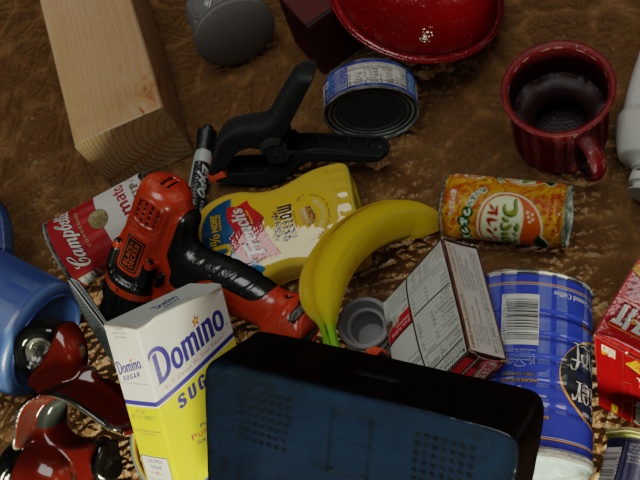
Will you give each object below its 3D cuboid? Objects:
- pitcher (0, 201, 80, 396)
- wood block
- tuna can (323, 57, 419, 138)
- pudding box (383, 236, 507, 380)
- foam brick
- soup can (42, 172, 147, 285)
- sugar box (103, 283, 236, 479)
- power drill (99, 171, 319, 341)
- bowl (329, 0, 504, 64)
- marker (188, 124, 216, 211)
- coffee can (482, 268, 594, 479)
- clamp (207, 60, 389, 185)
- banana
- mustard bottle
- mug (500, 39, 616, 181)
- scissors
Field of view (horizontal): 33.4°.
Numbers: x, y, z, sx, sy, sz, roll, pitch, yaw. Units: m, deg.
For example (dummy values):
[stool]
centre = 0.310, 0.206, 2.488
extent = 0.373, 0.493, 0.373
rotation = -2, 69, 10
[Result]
[pitcher]
centre = -0.337, 0.036, 0.957
extent = 0.243, 0.149, 0.144
rotation = 21, 35, 19
[wood block]
centre = -0.201, -0.171, 1.036
extent = 0.091, 0.090, 0.206
rotation = -22, 63, 4
[tuna can]
centre = 0.045, -0.126, 0.953
extent = 0.086, 0.086, 0.034
rotation = -7, 63, 11
[pudding box]
centre = 0.090, 0.068, 0.798
extent = 0.090, 0.039, 0.113
rotation = -51, 34, 38
[foam brick]
centre = 0.002, -0.208, 1.007
extent = 0.053, 0.078, 0.051
rotation = -36, 62, -6
[soup can]
centre = -0.191, -0.010, 0.973
extent = 0.102, 0.068, 0.068
rotation = -28, 62, 0
[sugar box]
centre = -0.098, 0.130, 0.821
extent = 0.048, 0.093, 0.176
rotation = 1, 109, 40
[power drill]
centre = -0.099, 0.058, 0.889
extent = 0.188, 0.185, 0.057
rotation = 33, 37, 11
[bowl]
centre = 0.090, -0.234, 0.946
extent = 0.162, 0.055, 0.162
rotation = 3, 57, -5
[marker]
centre = -0.114, -0.054, 0.999
extent = 0.020, 0.020, 0.121
rotation = 1, 67, 15
[coffee can]
centre = 0.155, 0.105, 0.809
extent = 0.103, 0.102, 0.140
rotation = 0, 66, 14
[clamp]
centre = -0.026, -0.085, 0.953
extent = 0.172, 0.120, 0.039
rotation = -26, 33, 41
[banana]
centre = 0.035, 0.010, 0.864
extent = 0.037, 0.069, 0.197
rotation = -13, 23, 44
[mustard bottle]
centre = -0.056, 0.001, 0.937
extent = 0.192, 0.058, 0.096
rotation = -15, 69, 8
[mug]
centre = 0.208, -0.100, 0.900
extent = 0.093, 0.081, 0.117
rotation = -28, 62, 1
[scissors]
centre = -0.139, 0.113, 0.894
extent = 0.096, 0.016, 0.202
rotation = -19, 84, 4
